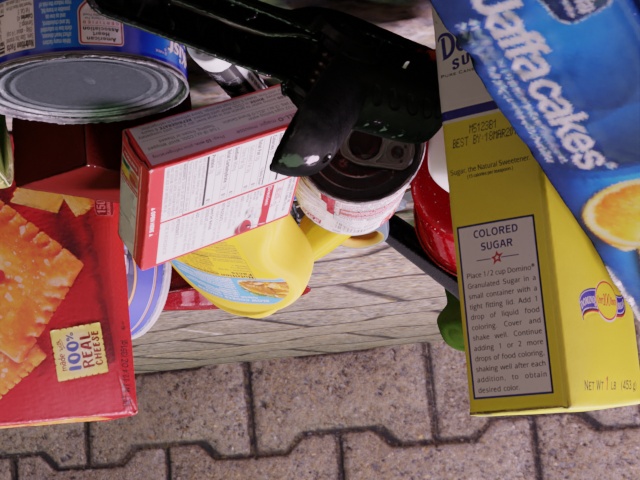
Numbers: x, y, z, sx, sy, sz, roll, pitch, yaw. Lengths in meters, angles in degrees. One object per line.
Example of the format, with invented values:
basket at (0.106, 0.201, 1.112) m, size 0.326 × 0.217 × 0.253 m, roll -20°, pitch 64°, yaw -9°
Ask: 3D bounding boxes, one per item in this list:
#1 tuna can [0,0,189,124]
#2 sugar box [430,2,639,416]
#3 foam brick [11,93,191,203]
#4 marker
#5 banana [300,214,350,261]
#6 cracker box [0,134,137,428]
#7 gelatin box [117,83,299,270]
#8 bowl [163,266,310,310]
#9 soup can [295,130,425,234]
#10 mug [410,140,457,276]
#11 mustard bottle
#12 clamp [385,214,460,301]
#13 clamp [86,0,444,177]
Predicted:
tuna can at (-0.098, -0.076, 0.438) m, size 0.086 × 0.034 × 0.086 m, roll -5°, pitch 170°, yaw -1°
sugar box at (0.088, -0.020, 0.428) m, size 0.048 × 0.176 × 0.093 m, roll -8°, pitch 171°, yaw 32°
foam brick at (-0.106, -0.051, 0.525) m, size 0.051 × 0.053 × 0.078 m, roll -11°, pitch 168°, yaw 33°
marker at (-0.038, -0.076, 0.512) m, size 0.020 × 0.020 × 0.121 m, roll -6°, pitch 171°, yaw 9°
banana at (0.015, -0.015, 0.774) m, size 0.037 × 0.069 × 0.198 m, roll 29°, pitch 156°, yaw -9°
cracker box at (-0.214, 0.024, 0.583) m, size 0.213 × 0.164 × 0.072 m, roll 0°, pitch 168°, yaw -29°
gelatin box at (-0.051, -0.031, 0.507) m, size 0.089 × 0.030 × 0.073 m, roll -22°, pitch 150°, yaw -27°
bowl at (-0.091, 0.028, 0.985) m, size 0.162 × 0.055 × 0.162 m, roll -5°, pitch 170°, yaw -1°
soup can at (0.018, -0.043, 0.585) m, size 0.068 × 0.068 × 0.102 m, roll -4°, pitch 171°, yaw -2°
mug at (0.109, -0.035, 0.658) m, size 0.117 × 0.093 × 0.081 m, roll -36°, pitch 163°, yaw 1°
mustard bottle at (-0.054, 0.000, 0.656) m, size 0.096 × 0.058 × 0.191 m, roll 10°, pitch 155°, yaw 16°
clamp at (0.151, 0.043, 0.868) m, size 0.036 × 0.210 × 0.165 m, roll -39°, pitch -174°, yaw -34°
clamp at (0.005, -0.060, 0.407) m, size 0.171 × 0.120 × 0.039 m, roll 0°, pitch 134°, yaw -44°
